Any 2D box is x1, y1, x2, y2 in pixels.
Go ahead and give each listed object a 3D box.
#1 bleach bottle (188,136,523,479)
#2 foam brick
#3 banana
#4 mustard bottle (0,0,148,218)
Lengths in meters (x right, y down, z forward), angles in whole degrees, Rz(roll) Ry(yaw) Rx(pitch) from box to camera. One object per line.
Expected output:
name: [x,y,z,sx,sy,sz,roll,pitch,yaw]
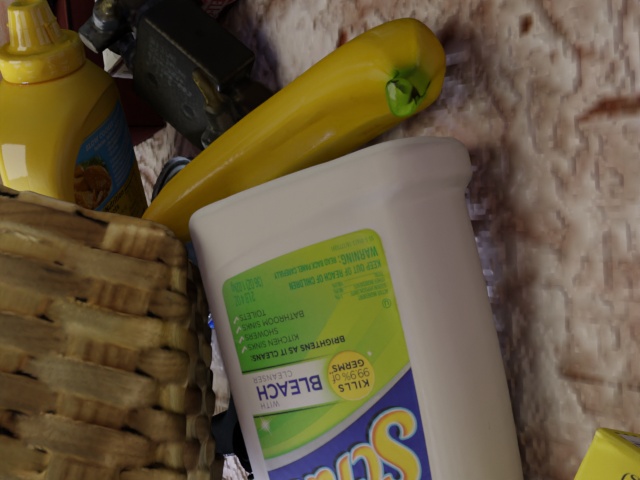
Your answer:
bleach bottle: [0.032,0.098,0.365,0.103,0.068,0.251,-18,85,30]
foam brick: [-0.128,-0.097,0.622,0.053,0.051,0.078,-17,79,59]
banana: [-0.010,-0.043,0.419,0.198,0.069,0.037,-26,94,54]
mustard bottle: [-0.124,-0.029,0.544,0.096,0.058,0.191,-70,-24,-56]
